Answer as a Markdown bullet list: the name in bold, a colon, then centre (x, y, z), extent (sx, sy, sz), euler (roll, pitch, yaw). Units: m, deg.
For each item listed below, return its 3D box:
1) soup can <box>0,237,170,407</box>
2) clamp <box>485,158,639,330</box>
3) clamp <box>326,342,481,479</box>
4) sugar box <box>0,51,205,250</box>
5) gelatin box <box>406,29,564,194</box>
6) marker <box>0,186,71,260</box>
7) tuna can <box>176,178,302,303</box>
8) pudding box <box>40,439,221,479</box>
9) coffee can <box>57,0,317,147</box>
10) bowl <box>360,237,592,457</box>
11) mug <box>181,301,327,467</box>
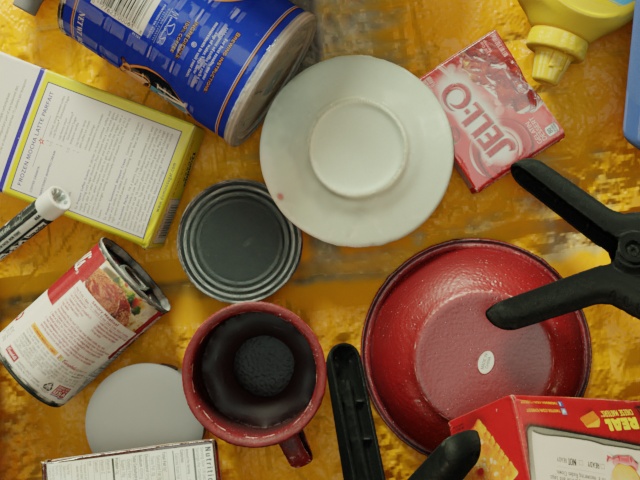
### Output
- **soup can**: centre (-0.163, 0.057, 0.730), extent (0.102, 0.068, 0.068), euler (-42, 87, 2)
- **clamp**: centre (0.189, 0.020, 0.680), extent (0.171, 0.039, 0.120), euler (17, 74, 14)
- **clamp**: centre (0.043, 0.185, 0.690), extent (0.036, 0.165, 0.210), euler (0, 97, -27)
- **sugar box**: centre (-0.180, -0.067, 0.745), extent (0.176, 0.048, 0.093), euler (22, 93, 6)
- **gelatin box**: centre (0.113, -0.088, 0.737), extent (0.073, 0.030, 0.089), euler (-33, 87, 2)
- **marker**: centre (-0.217, 0.000, 0.735), extent (0.121, 0.020, 0.020), euler (-33, 87, 29)
- **tuna can**: centre (-0.055, 0.001, 0.742), extent (0.086, 0.034, 0.086), euler (0, 89, 3)
- **pudding box**: centre (-0.116, 0.177, 0.677), extent (0.113, 0.039, 0.090), euler (-5, 78, -9)
- **coffee can**: centre (-0.087, -0.143, 0.712), extent (0.140, 0.103, 0.103), euler (34, 91, 3)
- **bowl**: centre (0.107, 0.078, 0.722), extent (0.162, 0.055, 0.162), euler (0, 89, 3)
- **mug**: centre (-0.035, 0.097, 0.715), extent (0.093, 0.081, 0.117), euler (-29, 87, 2)
